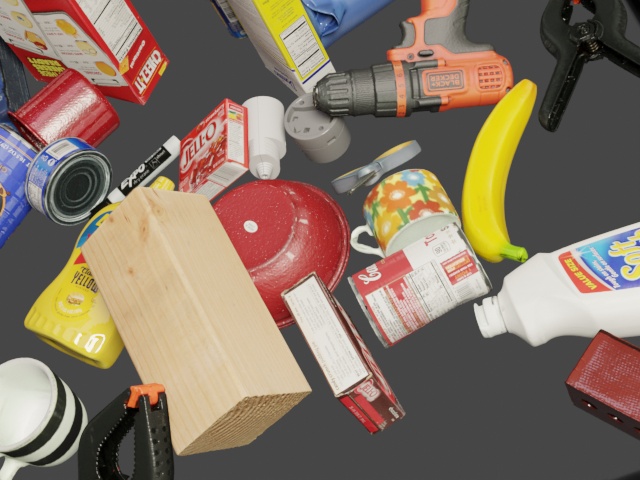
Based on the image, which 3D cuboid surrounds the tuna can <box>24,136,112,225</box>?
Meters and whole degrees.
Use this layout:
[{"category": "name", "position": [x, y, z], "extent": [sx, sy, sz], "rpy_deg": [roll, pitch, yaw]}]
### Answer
[{"category": "tuna can", "position": [-0.251, -0.059, 1.071], "extent": [0.034, 0.086, 0.086], "rpy_deg": [31, 76, 32]}]

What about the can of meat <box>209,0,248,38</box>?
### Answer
[{"category": "can of meat", "position": [-0.099, -0.276, 1.139], "extent": [0.057, 0.084, 0.102], "rpy_deg": [-29, 55, 4]}]

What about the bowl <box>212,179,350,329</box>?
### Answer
[{"category": "bowl", "position": [-0.056, 0.001, 0.976], "extent": [0.162, 0.055, 0.162], "rpy_deg": [-10, 58, 16]}]

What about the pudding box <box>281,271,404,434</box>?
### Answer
[{"category": "pudding box", "position": [0.019, 0.093, 0.870], "extent": [0.039, 0.090, 0.113], "rpy_deg": [-33, 54, 1]}]

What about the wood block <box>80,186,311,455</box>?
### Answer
[{"category": "wood block", "position": [-0.108, 0.065, 0.896], "extent": [0.090, 0.090, 0.206], "rpy_deg": [-43, 65, 27]}]

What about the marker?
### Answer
[{"category": "marker", "position": [-0.188, -0.060, 1.087], "extent": [0.121, 0.020, 0.020], "rpy_deg": [-43, 55, -6]}]

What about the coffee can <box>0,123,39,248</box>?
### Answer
[{"category": "coffee can", "position": [-0.352, -0.043, 1.092], "extent": [0.103, 0.102, 0.140], "rpy_deg": [25, 72, 32]}]

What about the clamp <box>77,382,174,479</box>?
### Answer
[{"category": "clamp", "position": [-0.160, 0.216, 0.855], "extent": [0.165, 0.036, 0.210], "rpy_deg": [34, 109, 29]}]

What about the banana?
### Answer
[{"category": "banana", "position": [0.155, -0.053, 0.928], "extent": [0.070, 0.037, 0.197], "rpy_deg": [-15, 50, 32]}]

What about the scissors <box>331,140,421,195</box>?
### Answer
[{"category": "scissors", "position": [0.029, -0.050, 0.920], "extent": [0.096, 0.201, 0.016], "rpy_deg": [-25, 95, 30]}]

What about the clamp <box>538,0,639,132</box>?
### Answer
[{"category": "clamp", "position": [0.254, -0.178, 0.966], "extent": [0.120, 0.039, 0.171], "rpy_deg": [-7, 59, 17]}]

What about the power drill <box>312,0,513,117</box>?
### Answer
[{"category": "power drill", "position": [0.078, -0.207, 0.979], "extent": [0.184, 0.057, 0.187], "rpy_deg": [-5, 92, -4]}]

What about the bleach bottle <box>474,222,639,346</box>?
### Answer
[{"category": "bleach bottle", "position": [0.245, 0.035, 0.827], "extent": [0.251, 0.068, 0.102], "rpy_deg": [-17, 44, 14]}]

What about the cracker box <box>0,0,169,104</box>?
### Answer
[{"category": "cracker box", "position": [-0.276, -0.245, 1.112], "extent": [0.164, 0.213, 0.072], "rpy_deg": [16, 67, 29]}]

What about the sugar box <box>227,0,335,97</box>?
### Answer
[{"category": "sugar box", "position": [-0.045, -0.211, 1.022], "extent": [0.048, 0.176, 0.093], "rpy_deg": [-42, 55, -3]}]

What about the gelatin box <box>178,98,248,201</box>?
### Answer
[{"category": "gelatin box", "position": [-0.105, -0.083, 1.036], "extent": [0.089, 0.030, 0.073], "rpy_deg": [-34, 47, 43]}]

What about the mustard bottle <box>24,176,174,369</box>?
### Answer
[{"category": "mustard bottle", "position": [-0.194, 0.021, 1.018], "extent": [0.096, 0.058, 0.191], "rpy_deg": [19, 69, 28]}]

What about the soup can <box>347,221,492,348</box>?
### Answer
[{"category": "soup can", "position": [0.083, 0.037, 0.890], "extent": [0.102, 0.068, 0.068], "rpy_deg": [-29, 55, 4]}]

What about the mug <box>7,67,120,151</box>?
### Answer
[{"category": "mug", "position": [-0.269, -0.126, 1.126], "extent": [0.081, 0.093, 0.117], "rpy_deg": [-45, 19, -13]}]
